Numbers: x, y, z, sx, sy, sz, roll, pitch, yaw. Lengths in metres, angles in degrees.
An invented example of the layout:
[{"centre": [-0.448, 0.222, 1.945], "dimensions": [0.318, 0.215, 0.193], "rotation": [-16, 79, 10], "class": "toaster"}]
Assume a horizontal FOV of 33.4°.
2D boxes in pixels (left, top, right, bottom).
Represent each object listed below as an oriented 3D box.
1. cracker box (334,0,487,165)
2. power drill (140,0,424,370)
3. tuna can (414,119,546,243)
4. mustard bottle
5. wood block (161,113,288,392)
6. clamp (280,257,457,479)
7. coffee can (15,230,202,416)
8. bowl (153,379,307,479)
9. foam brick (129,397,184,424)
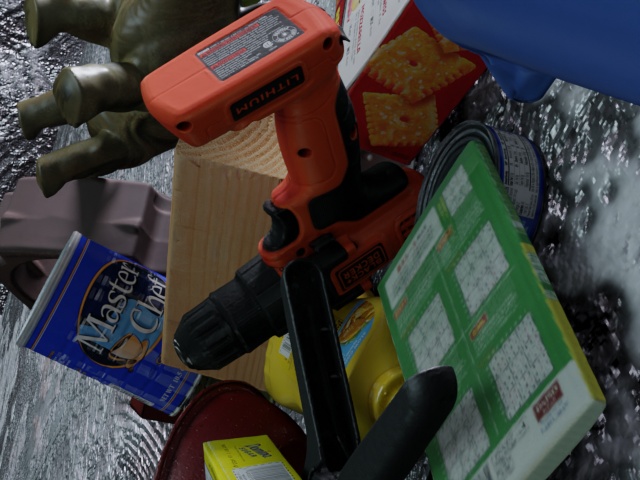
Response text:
[{"centre": [0.079, -0.174, 0.631], "dimensions": [0.214, 0.072, 0.164], "rotation": [128, 155, -48], "class": "cracker box"}, {"centre": [-0.029, -0.026, 0.599], "dimensions": [0.057, 0.184, 0.187], "rotation": [45, 165, 43], "class": "power drill"}, {"centre": [0.086, -0.020, 0.583], "dimensions": [0.086, 0.033, 0.086], "rotation": [-167, 90, -70], "class": "tuna can"}, {"centre": [0.024, 0.079, 0.648], "dimensions": [0.096, 0.058, 0.192], "rotation": [-63, 21, -1], "class": "mustard bottle"}, {"centre": [-0.055, 0.001, 0.761], "dimensions": [0.090, 0.091, 0.206], "rotation": [-73, -4, -47], "class": "wood block"}, {"centre": [0.019, 0.125, 0.542], "dimensions": [0.165, 0.036, 0.210], "rotation": [-155, 63, -65], "class": "clamp"}, {"centre": [-0.162, 0.069, 0.875], "dimensions": [0.103, 0.140, 0.103], "rotation": [-57, 14, 22], "class": "coffee can"}, {"centre": [-0.041, 0.172, 0.691], "dimensions": [0.055, 0.162, 0.162], "rotation": [-1, 73, 30], "class": "bowl"}, {"centre": [-0.130, 0.141, 0.988], "dimensions": [0.053, 0.078, 0.051], "rotation": [12, 88, 68], "class": "foam brick"}]
